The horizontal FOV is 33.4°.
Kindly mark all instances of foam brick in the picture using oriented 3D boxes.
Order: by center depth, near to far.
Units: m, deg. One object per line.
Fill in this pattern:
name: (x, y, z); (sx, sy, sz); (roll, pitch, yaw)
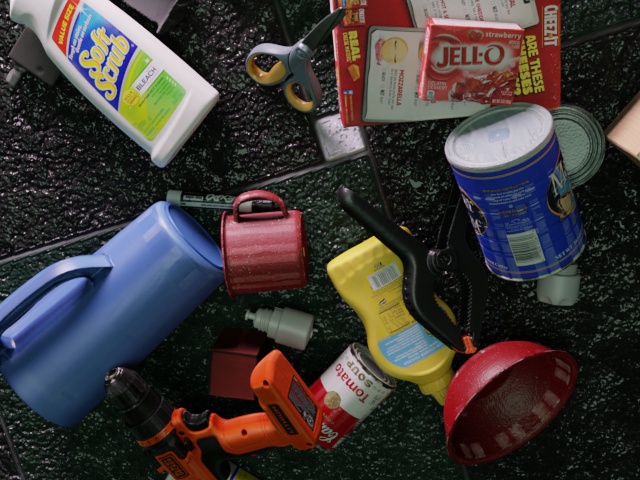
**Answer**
foam brick: (-0.087, 0.131, 1.143); (0.053, 0.078, 0.051); (6, 104, 6)

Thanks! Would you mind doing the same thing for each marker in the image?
marker: (-0.104, -0.041, 1.142); (0.121, 0.020, 0.020); (4, 101, 7)

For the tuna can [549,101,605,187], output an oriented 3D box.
tuna can: (0.241, -0.097, 1.075); (0.086, 0.033, 0.086); (2, 105, 8)

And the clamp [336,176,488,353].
clamp: (0.125, 0.011, 1.083); (0.164, 0.036, 0.210); (-27, 98, -18)

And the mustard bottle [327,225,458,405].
mustard bottle: (0.091, 0.087, 1.120); (0.096, 0.058, 0.191); (-29, 96, -5)

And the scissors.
scissors: (-0.006, -0.170, 1.038); (0.096, 0.202, 0.016); (46, 66, -23)

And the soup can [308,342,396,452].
soup can: (0.024, 0.167, 1.141); (0.068, 0.068, 0.102); (43, 102, -2)

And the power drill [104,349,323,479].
power drill: (-0.106, 0.177, 1.088); (0.188, 0.057, 0.184); (-23, 119, 25)

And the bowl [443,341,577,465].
bowl: (0.184, 0.156, 1.098); (0.162, 0.161, 0.055); (-49, 50, 13)

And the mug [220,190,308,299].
mug: (-0.057, 0.001, 1.106); (0.081, 0.093, 0.117); (-5, 116, 3)

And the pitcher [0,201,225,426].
pitcher: (-0.223, 0.069, 1.118); (0.243, 0.149, 0.145); (-41, 94, 9)

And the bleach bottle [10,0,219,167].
bleach bottle: (-0.229, -0.191, 1.093); (0.251, 0.068, 0.102); (38, 98, -6)

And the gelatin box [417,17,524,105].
gelatin box: (0.139, -0.166, 0.991); (0.089, 0.030, 0.073); (3, 114, -4)

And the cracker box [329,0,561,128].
cracker box: (0.119, -0.203, 1.031); (0.213, 0.072, 0.164); (-5, 114, 1)

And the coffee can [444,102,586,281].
coffee can: (0.188, -0.046, 1.021); (0.103, 0.103, 0.140); (-19, 124, 10)
